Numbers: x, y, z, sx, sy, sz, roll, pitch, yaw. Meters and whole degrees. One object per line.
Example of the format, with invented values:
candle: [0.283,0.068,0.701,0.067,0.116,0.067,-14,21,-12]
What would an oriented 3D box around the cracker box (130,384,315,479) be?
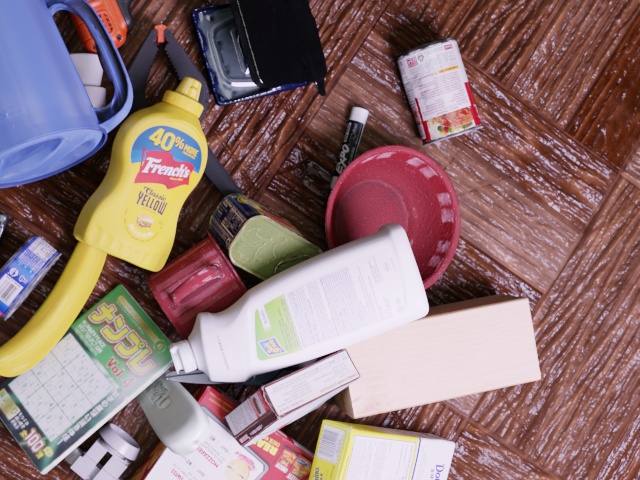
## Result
cracker box: [-0.114,0.277,1.100,0.164,0.072,0.213,36,84,-9]

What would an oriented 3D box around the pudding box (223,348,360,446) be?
pudding box: [-0.028,0.155,1.054,0.113,0.090,0.039,-23,75,-39]

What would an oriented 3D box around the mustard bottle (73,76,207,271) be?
mustard bottle: [-0.164,-0.072,1.056,0.096,0.058,0.191,26,85,-36]

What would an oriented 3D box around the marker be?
marker: [0.027,-0.085,1.155,0.020,0.020,0.121,17,87,-11]

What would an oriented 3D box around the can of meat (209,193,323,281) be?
can of meat: [-0.057,0.001,1.091,0.102,0.084,0.057,31,97,-30]

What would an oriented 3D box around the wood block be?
wood block: [0.117,0.120,1.138,0.206,0.090,0.091,-10,92,-11]

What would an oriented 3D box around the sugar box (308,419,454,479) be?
sugar box: [0.064,0.242,1.108,0.175,0.048,0.093,19,85,-47]

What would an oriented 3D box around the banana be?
banana: [-0.267,0.066,1.071,0.037,0.069,0.197,31,70,12]

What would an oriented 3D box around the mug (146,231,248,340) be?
mug: [-0.123,0.049,1.078,0.081,0.117,0.093,-33,86,-5]

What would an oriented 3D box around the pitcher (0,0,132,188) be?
pitcher: [-0.297,-0.185,1.021,0.148,0.145,0.243,-15,80,-47]

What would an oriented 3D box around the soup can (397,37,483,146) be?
soup can: [0.128,-0.160,1.152,0.068,0.068,0.102,-18,93,-11]

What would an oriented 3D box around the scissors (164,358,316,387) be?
scissors: [-0.067,0.122,1.098,0.201,0.016,0.096,25,70,-37]

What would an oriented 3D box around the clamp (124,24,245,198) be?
clamp: [-0.152,-0.115,1.109,0.164,0.036,0.210,3,93,-13]

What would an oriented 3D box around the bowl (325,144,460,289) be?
bowl: [0.067,-0.020,1.136,0.161,0.055,0.162,-1,93,-25]

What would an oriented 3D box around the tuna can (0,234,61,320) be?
tuna can: [-0.296,0.036,1.054,0.033,0.086,0.086,40,82,-8]

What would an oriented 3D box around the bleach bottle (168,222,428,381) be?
bleach bottle: [-0.027,0.068,1.042,0.250,0.068,0.102,-18,91,-9]
